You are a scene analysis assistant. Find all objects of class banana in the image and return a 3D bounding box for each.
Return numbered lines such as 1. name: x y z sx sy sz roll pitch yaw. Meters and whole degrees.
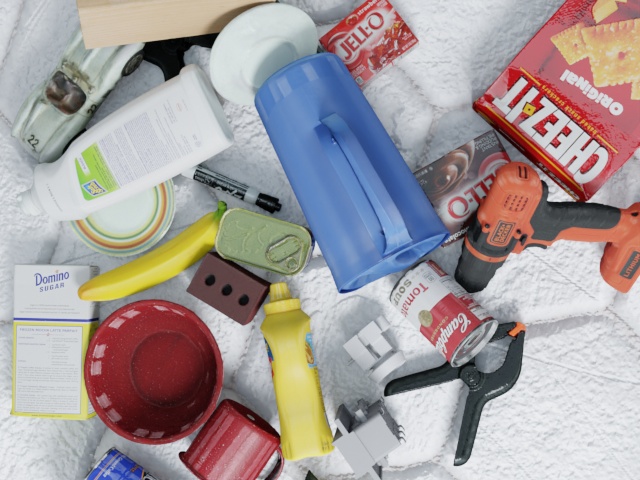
1. banana: -0.179 0.017 1.202 0.198 0.069 0.037 -33 55 5

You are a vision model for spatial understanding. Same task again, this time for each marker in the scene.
1. marker: -0.101 -0.060 1.216 0.121 0.020 0.020 23 93 5

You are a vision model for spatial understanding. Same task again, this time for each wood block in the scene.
1. wood block: -0.157 -0.275 1.137 0.206 0.091 0.090 -9 74 -9

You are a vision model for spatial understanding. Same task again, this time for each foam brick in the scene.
1. foam brick: -0.101 0.054 1.201 0.078 0.051 0.053 30 94 5

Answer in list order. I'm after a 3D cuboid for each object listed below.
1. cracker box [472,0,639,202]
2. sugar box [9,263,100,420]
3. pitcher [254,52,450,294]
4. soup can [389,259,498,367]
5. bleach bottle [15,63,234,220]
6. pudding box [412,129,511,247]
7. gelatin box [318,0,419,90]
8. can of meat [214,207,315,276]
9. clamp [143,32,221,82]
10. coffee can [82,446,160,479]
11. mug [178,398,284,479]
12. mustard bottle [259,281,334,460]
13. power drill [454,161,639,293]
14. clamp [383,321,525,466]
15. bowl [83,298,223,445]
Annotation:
1. cracker box: 0.295 -0.172 1.146 0.164 0.072 0.214 42 95 5
2. sugar box: -0.304 0.115 1.227 0.093 0.048 0.176 2 87 6
3. pitcher: 0.027 -0.077 1.133 0.149 0.144 0.243 -36 77 39
4. soup can: 0.132 0.077 1.153 0.068 0.068 0.102 -47 65 4
5. bleach bottle: -0.227 -0.097 1.182 0.251 0.068 0.102 -24 96 10
6. pudding box: 0.163 -0.057 1.178 0.113 0.039 0.090 -29 88 6
7. gelatin box: 0.054 -0.222 1.193 0.089 0.030 0.073 -37 86 5
8. can of meat: -0.058 0.001 1.179 0.102 0.084 0.057 16 92 6
9. clamp: -0.164 -0.216 1.214 0.210 0.036 0.164 41 97 4
10. coffee can: -0.203 0.312 1.188 0.140 0.102 0.103 34 94 5
11. mug: -0.088 0.236 1.189 0.117 0.093 0.081 36 89 -26
12. mustard bottle: -0.029 0.140 1.169 0.058 0.096 0.191 -11 83 3
13. power drill: 0.248 0.004 1.131 0.187 0.185 0.057 9 49 -7
14. clamp: 0.155 0.149 1.181 0.120 0.039 0.171 36 86 6
15. bowl: -0.182 0.147 1.205 0.162 0.055 0.162 0 87 9
